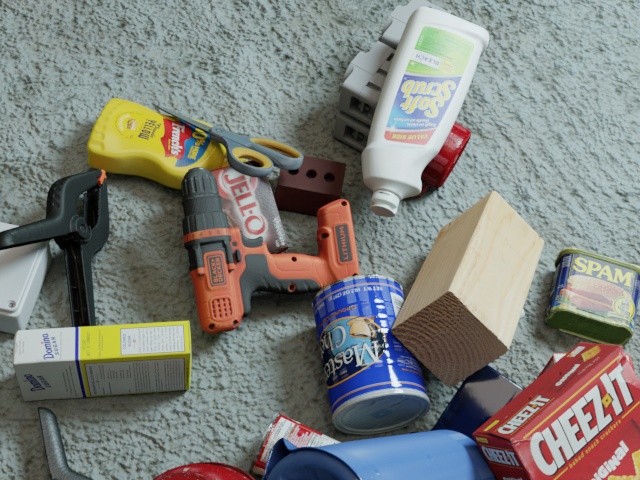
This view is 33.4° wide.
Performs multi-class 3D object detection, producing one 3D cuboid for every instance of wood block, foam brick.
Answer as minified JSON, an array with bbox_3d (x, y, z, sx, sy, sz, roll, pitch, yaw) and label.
[{"bbox_3d":[0.163,0.048,1.148,0.090,0.091,0.205,44,37,-8],"label":"wood block"},{"bbox_3d":[-0.013,-0.065,1.274,0.078,0.051,0.053,10,57,0],"label":"foam brick"}]

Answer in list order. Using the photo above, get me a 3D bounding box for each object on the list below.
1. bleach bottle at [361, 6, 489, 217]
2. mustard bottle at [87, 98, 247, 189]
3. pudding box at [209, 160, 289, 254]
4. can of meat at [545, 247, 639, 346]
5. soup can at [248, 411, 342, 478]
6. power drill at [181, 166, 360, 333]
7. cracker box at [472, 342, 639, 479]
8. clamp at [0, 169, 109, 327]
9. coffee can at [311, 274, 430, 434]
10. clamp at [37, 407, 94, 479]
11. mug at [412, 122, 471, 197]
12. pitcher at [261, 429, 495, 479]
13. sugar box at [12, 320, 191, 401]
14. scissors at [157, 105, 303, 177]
[{"bbox_3d":[0.114,-0.141,1.229,0.102,0.068,0.250,20,71,-5],"label":"bleach bottle"},{"bbox_3d":[-0.175,-0.107,1.278,0.191,0.058,0.096,15,49,2],"label":"mustard bottle"},{"bbox_3d":[-0.096,-0.030,1.229,0.090,0.039,0.113,-16,85,-15],"label":"pudding box"},{"bbox_3d":[0.315,0.066,1.227,0.102,0.057,0.084,17,60,5],"label":"can of meat"},{"bbox_3d":[-0.012,0.226,1.080,0.102,0.068,0.068,24,58,8],"label":"soup can"},{"bbox_3d":[-0.058,0.001,1.184,0.187,0.057,0.184,-8,85,-14],"label":"power drill"},{"bbox_3d":[0.271,0.233,1.048,0.164,0.072,0.213,-34,102,-24],"label":"cracker box"},{"bbox_3d":[-0.280,-0.011,1.168,0.036,0.164,0.210,-14,46,22],"label":"clamp"},{"bbox_3d":[0.052,0.121,1.133,0.102,0.103,0.140,-5,58,-10],"label":"coffee can"},{"bbox_3d":[-0.261,0.244,1.057,0.171,0.039,0.120,31,64,11],"label":"clamp"},{"bbox_3d":[0.124,-0.107,1.303,0.081,0.093,0.117,31,90,7],"label":"mug"},{"bbox_3d":[0.067,0.250,0.977,0.145,0.242,0.149,2,90,37],"label":"pitcher"},{"bbox_3d":[-0.223,0.125,1.104,0.176,0.093,0.048,0,57,-7],"label":"sugar box"},{"bbox_3d":[-0.119,-0.114,1.228,0.202,0.016,0.096,18,29,13],"label":"scissors"}]
